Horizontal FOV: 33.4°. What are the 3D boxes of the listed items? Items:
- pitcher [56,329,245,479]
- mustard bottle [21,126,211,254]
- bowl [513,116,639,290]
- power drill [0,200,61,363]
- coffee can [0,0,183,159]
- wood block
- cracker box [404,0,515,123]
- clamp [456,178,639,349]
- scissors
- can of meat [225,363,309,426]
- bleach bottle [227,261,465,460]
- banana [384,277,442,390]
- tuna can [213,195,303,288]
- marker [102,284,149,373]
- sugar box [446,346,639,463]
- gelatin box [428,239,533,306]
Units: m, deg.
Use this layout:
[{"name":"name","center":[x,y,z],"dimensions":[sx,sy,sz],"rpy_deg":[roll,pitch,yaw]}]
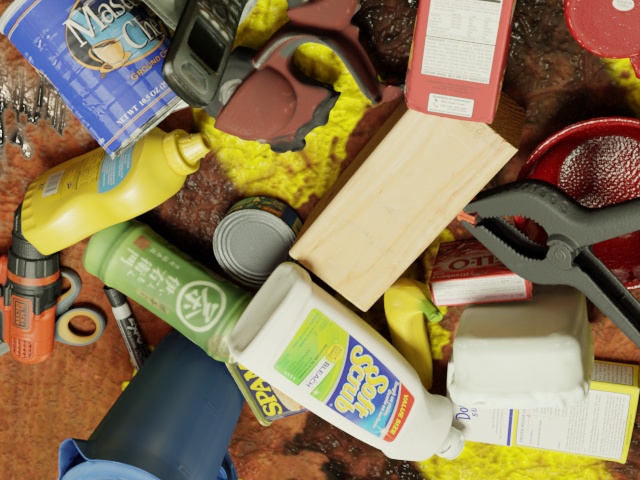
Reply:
[{"name":"pitcher","center":[-0.142,0.197,1.025],"dimensions":[0.145,0.242,0.149],"rpy_deg":[9,120,9]},{"name":"mustard bottle","center":[-0.183,-0.056,0.980],"dimensions":[0.192,0.096,0.058],"rpy_deg":[-21,127,24]},{"name":"bowl","center":[0.245,-0.039,0.900],"dimensions":[0.162,0.055,0.162],"rpy_deg":[7,120,11]},{"name":"power drill","center":[-0.353,0.025,1.086],"dimensions":[0.188,0.057,0.184],"rpy_deg":[15,116,13]},{"name":"coffee can","center":[-0.178,-0.153,0.875],"dimensions":[0.103,0.102,0.140],"rpy_deg":[-36,99,28]},{"name":"wood block","center":[0.074,-0.050,0.919],"dimensions":[0.090,0.090,0.206],"rpy_deg":[37,121,-6]},{"name":"cracker box","center":[0.112,-0.216,0.774],"dimensions":[0.072,0.164,0.214],"rpy_deg":[9,121,7]},{"name":"clamp","center":[0.203,-0.003,0.843],"dimensions":[0.210,0.036,0.164],"rpy_deg":[29,137,30]},{"name":"scissors","center":[-0.302,0.108,1.150],"dimensions":[0.096,0.016,0.202],"rpy_deg":[39,121,-4]},{"name":"can of meat","center":[-0.035,0.127,1.068],"dimensions":[0.084,0.057,0.102],"rpy_deg":[-19,112,21]},{"name":"bleach bottle","center":[0.041,0.126,0.977],"dimensions":[0.250,0.068,0.102],"rpy_deg":[35,93,-24]},{"name":"banana","center":[0.083,0.081,0.985],"dimensions":[0.037,0.069,0.198],"rpy_deg":[-17,154,-3]},{"name":"tuna can","center":[-0.057,0.001,1.015],"dimensions":[0.086,0.033,0.086],"rpy_deg":[7,120,11]},{"name":"marker","center":[-0.200,0.093,1.114],"dimensions":[0.020,0.020,0.121],"rpy_deg":[-8,116,19]},{"name":"sugar box","center":[0.210,0.155,1.024],"dimensions":[0.176,0.048,0.093],"rpy_deg":[8,120,15]},{"name":"gelatin box","center":[0.146,0.026,0.952],"dimensions":[0.089,0.073,0.030],"rpy_deg":[-7,116,18]}]
